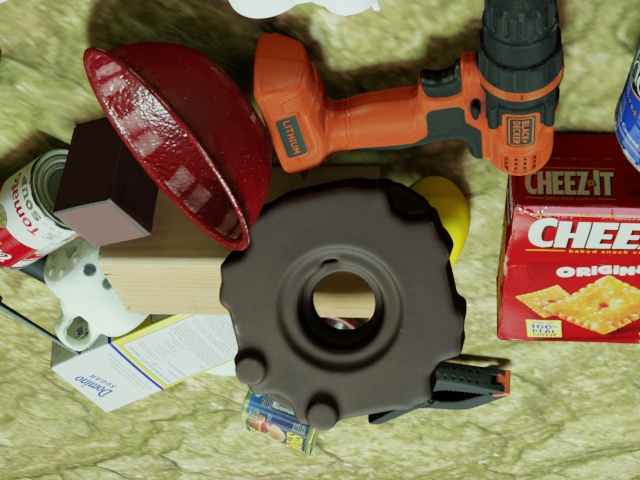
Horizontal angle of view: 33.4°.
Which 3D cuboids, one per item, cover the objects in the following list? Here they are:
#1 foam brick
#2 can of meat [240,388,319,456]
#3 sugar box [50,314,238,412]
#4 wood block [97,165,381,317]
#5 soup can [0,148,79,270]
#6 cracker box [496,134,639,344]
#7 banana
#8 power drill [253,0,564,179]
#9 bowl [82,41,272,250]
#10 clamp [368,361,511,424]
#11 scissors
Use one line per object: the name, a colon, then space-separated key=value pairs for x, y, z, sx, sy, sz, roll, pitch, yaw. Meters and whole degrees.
foam brick: x=-0.152 y=-0.044 z=0.777 sx=0.051 sy=0.078 sz=0.053 roll=-11 pitch=145 yaw=27
can of meat: x=-0.040 y=0.192 z=1.185 sx=0.084 sy=0.057 sz=0.102 roll=20 pitch=158 yaw=6
sugar box: x=-0.145 y=0.090 z=0.966 sx=0.176 sy=0.048 sz=0.093 roll=-21 pitch=138 yaw=15
wood block: x=-0.055 y=0.002 z=0.832 sx=0.206 sy=0.090 sz=0.091 roll=1 pitch=150 yaw=8
soup can: x=-0.221 y=-0.023 z=0.833 sx=0.068 sy=0.068 sz=0.102 roll=28 pitch=144 yaw=-35
cracker box: x=0.222 y=0.007 z=0.817 sx=0.164 sy=0.072 sz=0.214 roll=1 pitch=150 yaw=6
banana: x=0.085 y=-0.005 z=0.846 sx=0.069 sy=0.037 sz=0.198 roll=-10 pitch=154 yaw=3
power drill: x=0.056 y=-0.098 z=0.668 sx=0.188 sy=0.057 sz=0.184 roll=-1 pitch=151 yaw=10
bowl: x=-0.081 y=-0.072 z=0.690 sx=0.162 sy=0.055 sz=0.162 roll=45 pitch=163 yaw=17
clamp: x=0.098 y=0.155 z=1.139 sx=0.210 sy=0.036 sz=0.164 roll=-12 pitch=148 yaw=35
scissors: x=-0.301 y=0.038 z=0.928 sx=0.202 sy=0.016 sz=0.096 roll=23 pitch=154 yaw=21
